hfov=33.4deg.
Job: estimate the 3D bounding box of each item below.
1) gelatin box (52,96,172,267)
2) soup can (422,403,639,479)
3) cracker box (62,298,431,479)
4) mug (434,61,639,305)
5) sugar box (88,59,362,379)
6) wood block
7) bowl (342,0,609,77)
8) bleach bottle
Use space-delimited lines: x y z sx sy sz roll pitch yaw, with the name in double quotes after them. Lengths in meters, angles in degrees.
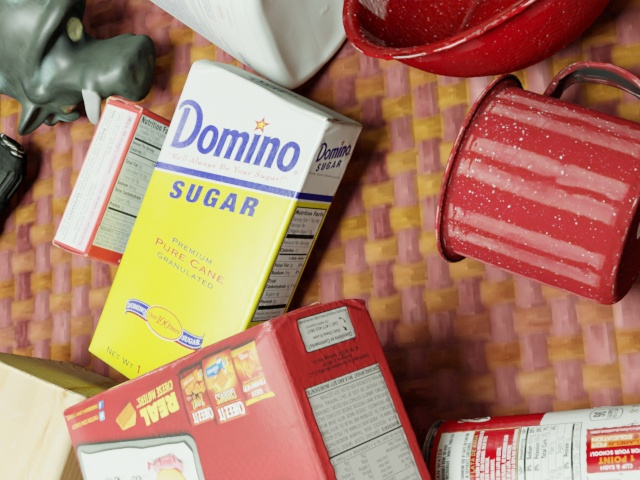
-0.105 -0.029 0.608 0.030 0.073 0.089 19 88 31 "gelatin box"
0.103 0.109 0.470 0.102 0.068 0.068 -10 74 25 "soup can"
-0.017 0.150 0.476 0.164 0.071 0.214 -27 81 42 "cracker box"
0.115 -0.030 0.488 0.082 0.093 0.117 21 70 25 "mug"
-0.054 0.001 0.572 0.093 0.048 0.176 27 105 27 "sugar box"
-0.167 0.174 0.586 0.090 0.090 0.206 16 86 29 "wood block"
0.091 -0.132 0.516 0.162 0.055 0.162 -28 37 24 "bowl"
-0.098 -0.182 0.622 0.251 0.102 0.068 34 72 29 "bleach bottle"
